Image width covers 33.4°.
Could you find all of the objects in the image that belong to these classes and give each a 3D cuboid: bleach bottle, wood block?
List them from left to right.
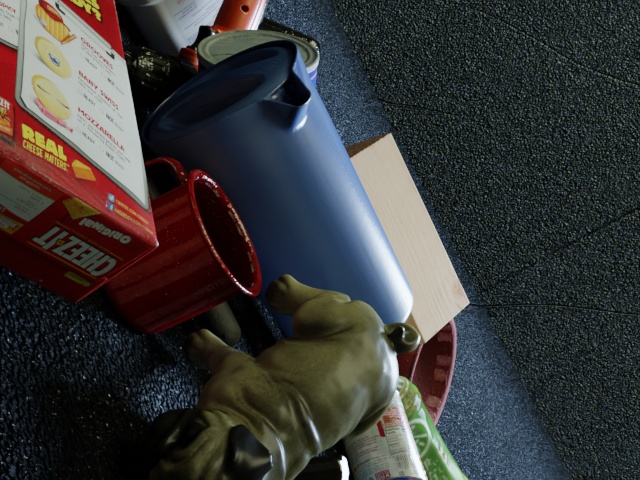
[{"bbox_3d":[-0.107,-0.169,1.066,0.068,0.102,0.250,21,-33,45],"label":"bleach bottle"},{"bbox_3d":[0.062,0.003,1.139,0.090,0.090,0.206,-36,105,-40],"label":"wood block"}]

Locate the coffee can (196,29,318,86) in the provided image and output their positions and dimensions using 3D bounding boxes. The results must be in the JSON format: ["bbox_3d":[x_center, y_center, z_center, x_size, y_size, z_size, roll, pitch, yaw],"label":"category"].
[{"bbox_3d":[-0.057,-0.099,0.925,0.103,0.102,0.140,-96,-171,-59],"label":"coffee can"}]

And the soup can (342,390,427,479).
[{"bbox_3d":[0.058,0.200,1.023,0.068,0.068,0.102,48,20,-54],"label":"soup can"}]

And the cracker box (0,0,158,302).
[{"bbox_3d":[-0.176,-0.093,0.563,0.164,0.072,0.214,36,28,-46],"label":"cracker box"}]

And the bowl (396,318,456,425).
[{"bbox_3d":[0.108,0.157,1.257,0.161,0.055,0.162,-40,136,-55],"label":"bowl"}]

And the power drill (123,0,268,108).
[{"bbox_3d":[-0.099,-0.197,0.956,0.057,0.188,0.184,22,3,27],"label":"power drill"}]

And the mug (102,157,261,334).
[{"bbox_3d":[-0.101,0.001,0.714,0.117,0.081,0.093,67,12,14],"label":"mug"}]

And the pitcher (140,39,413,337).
[{"bbox_3d":[-0.030,-0.023,0.840,0.242,0.145,0.149,60,8,-26],"label":"pitcher"}]
